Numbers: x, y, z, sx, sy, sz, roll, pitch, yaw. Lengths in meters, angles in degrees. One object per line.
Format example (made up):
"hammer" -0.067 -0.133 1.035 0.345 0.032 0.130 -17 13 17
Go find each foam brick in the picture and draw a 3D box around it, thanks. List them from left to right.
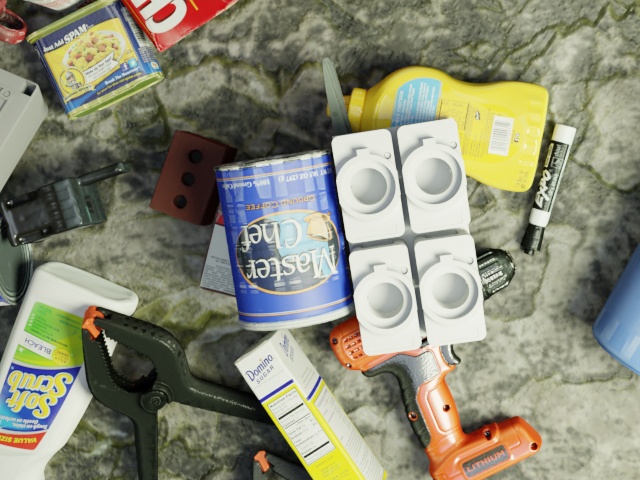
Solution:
"foam brick" -0.118 -0.058 0.991 0.053 0.051 0.078 20 98 5

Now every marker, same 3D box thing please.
"marker" 0.205 -0.045 0.967 0.020 0.020 0.121 16 97 5

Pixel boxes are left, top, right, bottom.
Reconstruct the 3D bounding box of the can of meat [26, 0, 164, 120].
"can of meat" -0.206 -0.169 0.990 0.102 0.057 0.084 -24 94 9

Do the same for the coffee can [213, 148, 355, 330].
"coffee can" -0.031 -0.002 0.920 0.103 0.102 0.140 -8 97 8

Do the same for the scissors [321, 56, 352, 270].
"scissors" 0.046 -0.061 0.949 0.096 0.016 0.202 10 119 16

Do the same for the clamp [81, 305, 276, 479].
"clamp" -0.141 0.138 0.991 0.164 0.036 0.210 -27 115 5

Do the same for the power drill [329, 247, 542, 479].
"power drill" 0.126 0.119 0.976 0.184 0.057 0.187 -29 89 9

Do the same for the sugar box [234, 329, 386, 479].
"sugar box" -0.007 0.165 0.977 0.048 0.093 0.176 -37 89 9

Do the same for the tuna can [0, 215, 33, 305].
"tuna can" -0.304 0.019 1.005 0.034 0.086 0.086 -4 95 9

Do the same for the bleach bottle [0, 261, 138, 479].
"bleach bottle" -0.264 0.153 1.025 0.102 0.068 0.251 22 100 4

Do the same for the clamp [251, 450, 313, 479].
"clamp" -0.020 0.280 1.002 0.120 0.039 0.171 -39 79 -19

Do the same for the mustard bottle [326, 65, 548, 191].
"mustard bottle" 0.100 -0.105 0.955 0.191 0.058 0.096 10 102 6

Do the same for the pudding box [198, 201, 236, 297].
"pudding box" -0.057 0.001 0.996 0.090 0.039 0.113 15 99 4
